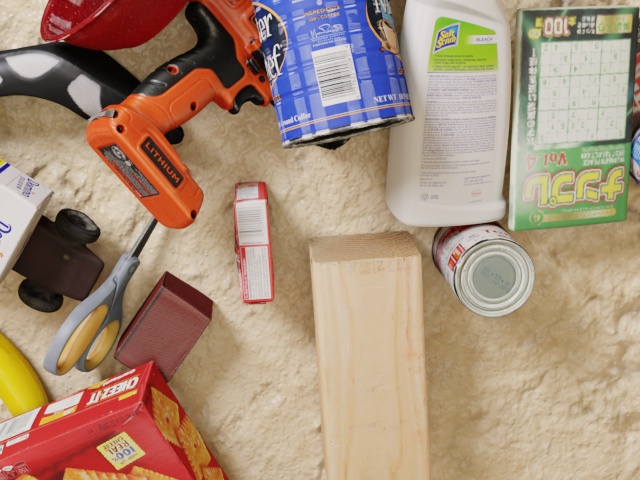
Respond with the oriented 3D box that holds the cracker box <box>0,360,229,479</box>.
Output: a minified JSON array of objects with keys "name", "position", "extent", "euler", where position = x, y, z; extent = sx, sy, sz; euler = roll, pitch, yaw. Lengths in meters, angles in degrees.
[{"name":"cracker box","position":[-0.166,0.228,0.915],"extent":[0.164,0.072,0.213],"euler":[-23,113,13]}]

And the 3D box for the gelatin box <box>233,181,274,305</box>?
[{"name":"gelatin box","position":[-0.056,0.001,0.891],"extent":[0.030,0.073,0.089],"euler":[-4,105,-2]}]

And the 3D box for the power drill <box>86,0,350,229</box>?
[{"name":"power drill","position":[-0.076,-0.099,0.836],"extent":[0.184,0.057,0.187],"euler":[48,62,-19]}]

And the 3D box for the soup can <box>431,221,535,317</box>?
[{"name":"soup can","position":[0.135,0.019,0.893],"extent":[0.068,0.102,0.068],"euler":[-1,104,-4]}]

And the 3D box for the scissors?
[{"name":"scissors","position":[-0.166,0.035,0.914],"extent":[0.016,0.096,0.201],"euler":[30,70,16]}]

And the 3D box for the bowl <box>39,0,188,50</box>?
[{"name":"bowl","position":[-0.138,-0.198,0.805],"extent":[0.162,0.162,0.055],"euler":[-46,123,7]}]

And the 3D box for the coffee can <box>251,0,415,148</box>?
[{"name":"coffee can","position":[0.007,-0.148,0.797],"extent":[0.103,0.103,0.140],"euler":[-12,92,-1]}]

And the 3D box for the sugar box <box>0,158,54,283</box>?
[{"name":"sugar box","position":[-0.306,-0.044,0.826],"extent":[0.176,0.048,0.093],"euler":[32,113,-9]}]

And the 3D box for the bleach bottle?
[{"name":"bleach bottle","position":[0.110,-0.135,0.834],"extent":[0.102,0.068,0.251],"euler":[-5,121,-16]}]

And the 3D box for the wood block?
[{"name":"wood block","position":[0.042,0.103,0.914],"extent":[0.090,0.091,0.206],"euler":[-4,104,-2]}]

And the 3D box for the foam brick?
[{"name":"foam brick","position":[-0.133,0.075,0.915],"extent":[0.051,0.053,0.078],"euler":[33,100,-11]}]

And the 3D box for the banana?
[{"name":"banana","position":[-0.303,0.096,0.920],"extent":[0.197,0.037,0.070],"euler":[36,118,-10]}]
